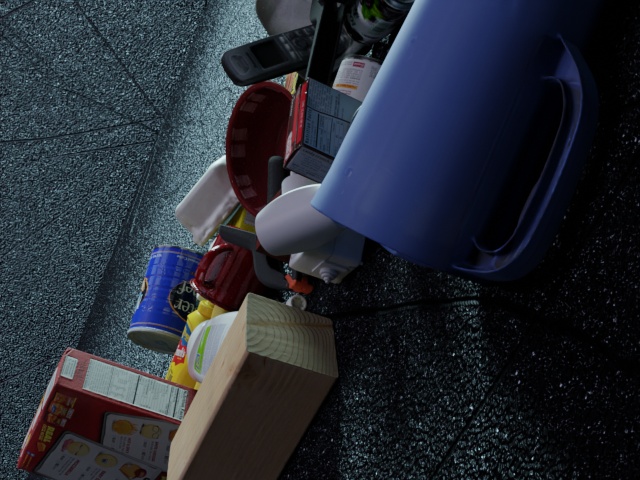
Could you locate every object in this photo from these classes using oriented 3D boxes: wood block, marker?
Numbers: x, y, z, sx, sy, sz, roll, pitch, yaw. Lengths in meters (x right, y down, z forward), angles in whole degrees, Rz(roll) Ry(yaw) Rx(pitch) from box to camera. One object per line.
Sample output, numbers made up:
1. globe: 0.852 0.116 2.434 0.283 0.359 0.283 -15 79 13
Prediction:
1. wood block: -0.069 0.164 1.019 0.090 0.090 0.206 -95 28 -57
2. marker: -0.044 0.081 1.166 0.121 0.020 0.020 144 142 -64

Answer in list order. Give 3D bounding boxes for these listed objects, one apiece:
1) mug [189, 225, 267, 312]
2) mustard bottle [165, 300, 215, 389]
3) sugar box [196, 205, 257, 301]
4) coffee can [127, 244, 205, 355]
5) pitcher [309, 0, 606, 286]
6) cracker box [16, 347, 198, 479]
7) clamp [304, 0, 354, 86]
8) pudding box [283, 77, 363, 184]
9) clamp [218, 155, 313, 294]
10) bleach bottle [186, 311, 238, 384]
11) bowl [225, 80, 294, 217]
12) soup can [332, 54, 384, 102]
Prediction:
1. mug: -0.105 0.033 1.269 0.093 0.117 0.081 34 102 33
2. mustard bottle: -0.166 0.157 1.421 0.096 0.058 0.192 -135 66 -72
3. sugar box: -0.118 0.019 1.442 0.176 0.048 0.093 -41 32 58
4. coffee can: -0.223 0.091 1.609 0.103 0.102 0.140 141 145 -62
5. pitcher: 0.106 -0.097 0.694 0.145 0.149 0.243 -30 -35 -82
6. cracker box: -0.225 0.227 1.247 0.072 0.213 0.164 -87 23 -51
7. clamp: 0.022 -0.262 1.103 0.210 0.036 0.165 -92 25 -56
8. pudding box: 0.025 -0.084 0.952 0.039 0.113 0.090 -50 25 44
9. clamp: -0.058 0.001 1.169 0.120 0.039 0.171 -49 42 31
10. bleach bottle: -0.102 0.121 1.199 0.251 0.068 0.102 0 73 70
11. bowl: -0.045 -0.105 1.251 0.162 0.055 0.162 8 100 50
12. soup can: 0.038 -0.120 1.037 0.069 0.068 0.102 180 109 -74
